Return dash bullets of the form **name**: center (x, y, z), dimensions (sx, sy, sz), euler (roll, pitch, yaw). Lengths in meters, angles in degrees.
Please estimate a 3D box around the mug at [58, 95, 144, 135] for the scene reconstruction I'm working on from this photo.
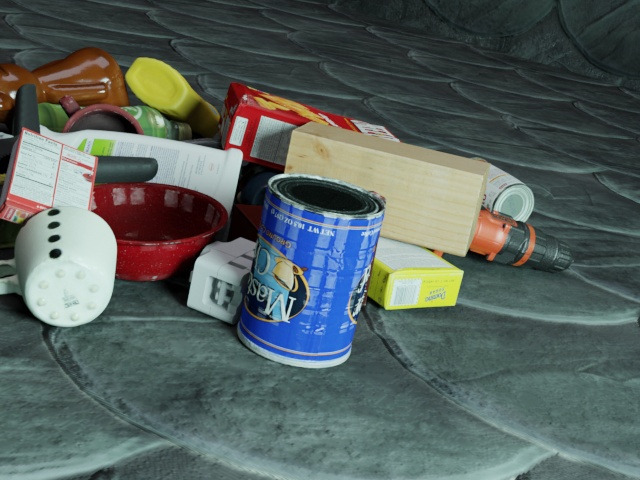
- **mug**: center (-0.251, -0.110, 1.185), dimensions (0.117, 0.093, 0.082), euler (52, -12, -10)

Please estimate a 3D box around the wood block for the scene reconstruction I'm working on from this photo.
- **wood block**: center (0.070, -0.058, 1.148), dimensions (0.206, 0.090, 0.090), euler (14, 17, 10)

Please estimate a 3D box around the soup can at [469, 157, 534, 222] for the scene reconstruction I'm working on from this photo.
- **soup can**: center (0.230, -0.062, 1.429), dimensions (0.068, 0.068, 0.102), euler (1, 23, -29)

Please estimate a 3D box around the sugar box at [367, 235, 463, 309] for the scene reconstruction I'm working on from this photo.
- **sugar box**: center (0.059, 0.018, 1.131), dimensions (0.093, 0.048, 0.176), euler (0, 19, -33)

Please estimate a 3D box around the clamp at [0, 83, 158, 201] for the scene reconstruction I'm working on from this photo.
- **clamp**: center (-0.254, -0.069, 1.004), dimensions (0.164, 0.036, 0.209), euler (27, 32, -1)

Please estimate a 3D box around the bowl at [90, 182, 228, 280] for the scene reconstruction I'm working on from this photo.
- **bowl**: center (-0.170, -0.005, 1.016), dimensions (0.162, 0.055, 0.162), euler (5, 21, -2)

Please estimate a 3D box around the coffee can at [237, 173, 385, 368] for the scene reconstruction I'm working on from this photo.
- **coffee can**: center (-0.009, 0.025, 0.921), dimensions (0.102, 0.140, 0.103), euler (11, 19, -4)

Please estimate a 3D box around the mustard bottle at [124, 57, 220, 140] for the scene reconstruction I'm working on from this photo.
- **mustard bottle**: center (-0.184, -0.178, 1.436), dimensions (0.096, 0.058, 0.191), euler (32, -3, 20)

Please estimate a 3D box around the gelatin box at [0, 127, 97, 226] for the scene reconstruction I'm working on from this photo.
- **gelatin box**: center (-0.238, -0.048, 0.936), dimensions (0.073, 0.030, 0.089), euler (21, 44, -25)

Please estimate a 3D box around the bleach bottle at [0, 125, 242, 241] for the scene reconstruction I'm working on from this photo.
- **bleach bottle**: center (-0.214, -0.075, 1.116), dimensions (0.250, 0.068, 0.102), euler (14, 63, -9)

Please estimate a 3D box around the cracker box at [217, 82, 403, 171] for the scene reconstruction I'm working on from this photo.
- **cracker box**: center (-0.012, -0.123, 1.290), dimensions (0.213, 0.072, 0.164), euler (14, 14, -11)

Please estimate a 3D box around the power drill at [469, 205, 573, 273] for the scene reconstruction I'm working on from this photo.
- **power drill**: center (0.200, -0.032, 1.298), dimensions (0.184, 0.057, 0.188), euler (18, 20, -27)

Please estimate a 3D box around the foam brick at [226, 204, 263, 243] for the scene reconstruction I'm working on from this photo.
- **foam brick**: center (-0.057, 0.001, 1.093), dimensions (0.052, 0.051, 0.078), euler (4, 21, -26)
